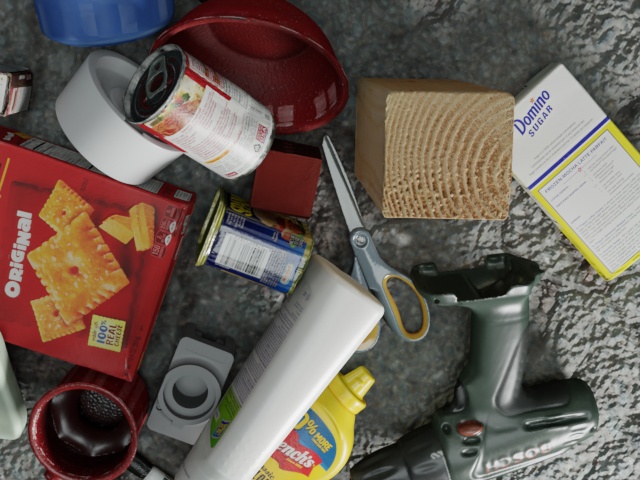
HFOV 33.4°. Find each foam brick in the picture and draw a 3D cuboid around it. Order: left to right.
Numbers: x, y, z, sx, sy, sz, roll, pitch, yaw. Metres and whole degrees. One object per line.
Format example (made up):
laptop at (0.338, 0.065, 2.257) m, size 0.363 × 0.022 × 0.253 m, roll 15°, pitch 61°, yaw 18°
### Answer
foam brick at (-0.030, -0.054, 0.896) m, size 0.053 × 0.078 × 0.051 m, roll 11°, pitch 102°, yaw -5°

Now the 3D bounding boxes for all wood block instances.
wood block at (0.081, -0.078, 0.831) m, size 0.091 × 0.206 × 0.090 m, roll 0°, pitch 101°, yaw -3°

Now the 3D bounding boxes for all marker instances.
marker at (-0.133, 0.232, 0.978) m, size 0.121 × 0.020 × 0.020 m, roll 39°, pitch 97°, yaw -10°

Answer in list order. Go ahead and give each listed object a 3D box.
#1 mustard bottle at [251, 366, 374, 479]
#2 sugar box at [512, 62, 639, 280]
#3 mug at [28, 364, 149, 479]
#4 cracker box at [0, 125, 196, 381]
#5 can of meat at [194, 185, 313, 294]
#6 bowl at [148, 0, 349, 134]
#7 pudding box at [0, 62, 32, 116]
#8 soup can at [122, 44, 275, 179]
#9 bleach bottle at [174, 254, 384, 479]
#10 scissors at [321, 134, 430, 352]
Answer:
mustard bottle at (-0.028, 0.181, 0.953) m, size 0.191 × 0.058 × 0.096 m, roll -42°, pitch 87°, yaw 5°
sugar box at (0.225, -0.059, 0.925) m, size 0.093 × 0.048 × 0.176 m, roll -42°, pitch 97°, yaw 6°
mug at (-0.201, 0.160, 0.926) m, size 0.093 × 0.081 × 0.117 m, roll 32°, pitch 105°, yaw -5°
cracker box at (-0.231, 0.006, 0.901) m, size 0.213 × 0.072 × 0.164 m, roll 19°, pitch 100°, yaw -6°
can of meat at (-0.056, 0.001, 0.894) m, size 0.084 × 0.102 × 0.057 m, roll 21°, pitch 100°, yaw -9°
bowl at (-0.053, -0.149, 0.858) m, size 0.162 × 0.162 × 0.055 m, roll 12°, pitch 64°, yaw -5°
pudding box at (-0.298, -0.129, 0.861) m, size 0.113 × 0.090 × 0.039 m, roll 9°, pitch 100°, yaw -5°
soup can at (-0.093, -0.098, 0.833) m, size 0.102 × 0.069 × 0.068 m, roll 31°, pitch 100°, yaw -39°
bleach bottle at (-0.048, 0.134, 0.893) m, size 0.068 × 0.102 × 0.251 m, roll 35°, pitch 93°, yaw -13°
scissors at (0.023, 0.015, 0.944) m, size 0.096 × 0.016 × 0.201 m, roll -34°, pitch 101°, yaw 4°
